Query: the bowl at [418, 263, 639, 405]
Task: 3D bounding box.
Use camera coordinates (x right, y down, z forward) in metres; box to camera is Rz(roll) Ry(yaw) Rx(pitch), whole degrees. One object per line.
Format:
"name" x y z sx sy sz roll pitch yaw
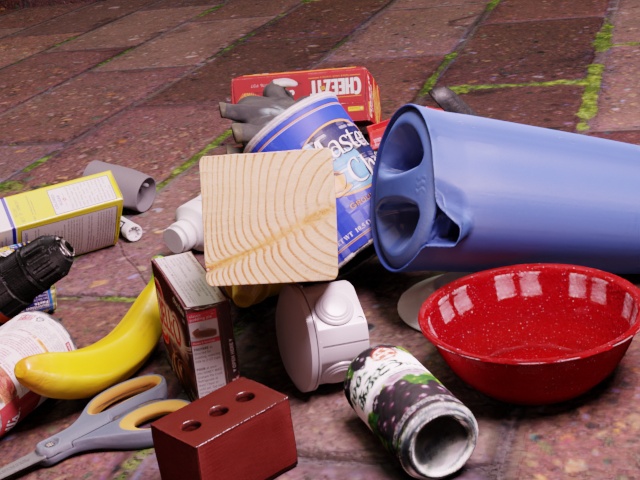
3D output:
"bowl" 0.152 0.072 0.766 0.162 0.055 0.162 -7 21 2

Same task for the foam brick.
"foam brick" -0.062 0.132 0.692 0.078 0.051 0.053 -24 26 -37

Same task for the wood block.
"wood block" -0.034 -0.013 0.809 0.091 0.090 0.206 -3 -1 0

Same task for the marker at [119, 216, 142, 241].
"marker" -0.232 -0.022 1.198 0.020 0.020 0.121 -19 23 -27

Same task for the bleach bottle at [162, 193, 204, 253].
"bleach bottle" -0.077 -0.049 1.156 0.103 0.068 0.250 10 29 39

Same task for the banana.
"banana" -0.169 0.082 0.837 0.037 0.069 0.197 -17 15 28

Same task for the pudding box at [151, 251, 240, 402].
"pudding box" -0.095 0.069 0.814 0.039 0.090 0.114 -14 22 -19

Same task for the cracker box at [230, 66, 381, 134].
"cracker box" -0.011 -0.168 1.342 0.164 0.072 0.213 -4 1 8

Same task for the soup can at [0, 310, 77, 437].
"soup can" -0.239 0.103 0.806 0.069 0.068 0.102 2 22 24

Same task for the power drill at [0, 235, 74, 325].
"power drill" -0.291 0.063 0.830 0.184 0.057 0.187 -33 3 9

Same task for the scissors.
"scissors" -0.168 0.147 0.741 0.096 0.016 0.201 8 26 35

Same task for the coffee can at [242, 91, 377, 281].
"coffee can" 0.010 -0.049 0.966 0.102 0.140 0.103 -34 -9 -6

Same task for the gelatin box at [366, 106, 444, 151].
"gelatin box" 0.101 -0.120 1.164 0.073 0.030 0.089 -16 -3 26

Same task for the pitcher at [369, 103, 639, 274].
"pitcher" 0.167 -0.038 0.884 0.242 0.149 0.145 4 -21 -18

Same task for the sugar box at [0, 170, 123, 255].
"sugar box" -0.293 -0.011 1.087 0.176 0.093 0.048 -15 63 -23
